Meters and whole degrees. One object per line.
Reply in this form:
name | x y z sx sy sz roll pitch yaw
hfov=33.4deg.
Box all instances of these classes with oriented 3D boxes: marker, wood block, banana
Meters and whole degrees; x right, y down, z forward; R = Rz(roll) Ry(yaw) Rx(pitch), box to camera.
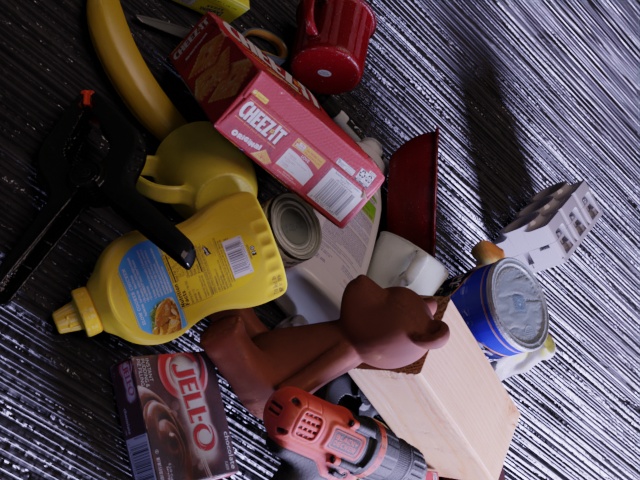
marker | 0.038 -0.122 1.223 0.121 0.020 0.020 47 45 -22
wood block | 0.116 0.151 1.077 0.206 0.090 0.090 55 49 -40
banana | -0.174 -0.165 1.004 0.069 0.037 0.198 -25 91 -47

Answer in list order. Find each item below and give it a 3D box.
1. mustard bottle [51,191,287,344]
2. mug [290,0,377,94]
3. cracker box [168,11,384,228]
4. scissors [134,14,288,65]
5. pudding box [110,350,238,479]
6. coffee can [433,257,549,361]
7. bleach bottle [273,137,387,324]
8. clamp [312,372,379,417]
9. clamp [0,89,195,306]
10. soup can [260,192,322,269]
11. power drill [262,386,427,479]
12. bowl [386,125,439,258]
mustard bottle | -0.130 0.034 0.893 0.191 0.058 0.096 -22 101 -15
mug | 0.008 -0.223 1.174 0.117 0.093 0.081 60 33 -51
cracker box | -0.045 -0.120 1.008 0.164 0.072 0.214 38 9 -30
scissors | -0.101 -0.186 1.107 0.201 0.016 0.096 -9 79 -48
pudding box | -0.124 0.153 0.909 0.089 0.039 0.113 0 72 -47
coffee can | 0.162 0.087 1.167 0.102 0.141 0.103 22 58 -39
bleach bottle | 0.024 -0.019 1.130 0.102 0.068 0.250 49 41 -22
clamp | 0.040 0.163 1.082 0.120 0.039 0.171 53 44 -14
clamp | -0.179 -0.043 0.882 0.036 0.164 0.210 78 9 -53
soup can | -0.057 0.001 1.003 0.068 0.102 0.068 22 57 -39
power drill | -0.006 0.233 0.919 0.184 0.057 0.187 31 84 -33
bowl | 0.104 -0.049 1.199 0.162 0.055 0.162 3 90 -84
